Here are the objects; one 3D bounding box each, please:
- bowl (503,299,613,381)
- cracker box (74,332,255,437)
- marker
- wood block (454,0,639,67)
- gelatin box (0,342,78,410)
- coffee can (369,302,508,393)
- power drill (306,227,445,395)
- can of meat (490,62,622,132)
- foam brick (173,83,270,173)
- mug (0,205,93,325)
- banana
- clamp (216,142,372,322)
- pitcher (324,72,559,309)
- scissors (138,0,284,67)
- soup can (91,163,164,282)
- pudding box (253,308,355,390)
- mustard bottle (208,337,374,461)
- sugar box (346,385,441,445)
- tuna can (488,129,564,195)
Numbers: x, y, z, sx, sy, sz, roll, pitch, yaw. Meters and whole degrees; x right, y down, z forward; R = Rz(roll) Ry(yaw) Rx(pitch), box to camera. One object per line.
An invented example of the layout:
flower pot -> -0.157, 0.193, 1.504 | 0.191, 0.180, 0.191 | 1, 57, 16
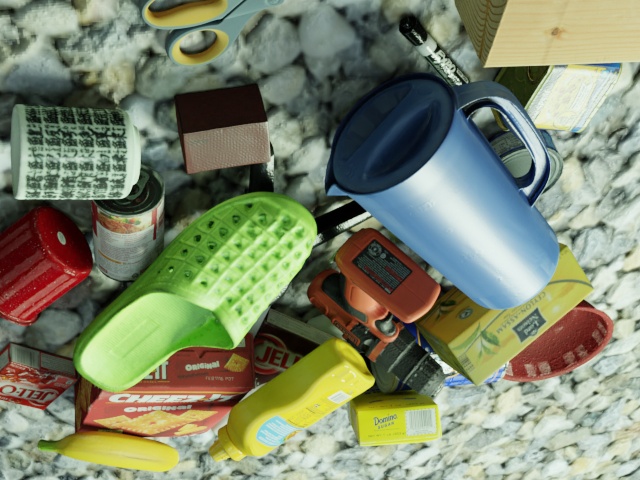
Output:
bowl -> 0.279, 0.111, 1.332 | 0.162, 0.055, 0.162 | -9, 142, -7
cracker box -> -0.180, 0.165, 1.194 | 0.164, 0.072, 0.214 | 2, 157, -20
marker -> 0.106, -0.163, 0.960 | 0.020, 0.020, 0.121 | -31, 139, 20
wood block -> 0.230, -0.208, 0.887 | 0.206, 0.090, 0.091 | -4, 142, -14
gelatin box -> -0.332, 0.156, 1.209 | 0.089, 0.030, 0.073 | 24, 128, -39
coffee can -> 0.138, 0.123, 1.262 | 0.140, 0.103, 0.103 | -3, 141, -15
power drill -> 0.067, 0.076, 1.103 | 0.057, 0.184, 0.188 | -46, 168, -22
can of meat -> 0.218, -0.147, 0.987 | 0.083, 0.057, 0.102 | 1, 140, -23
foam brick -> -0.087, -0.100, 0.950 | 0.078, 0.051, 0.053 | -8, 141, -8
mug -> -0.267, 0.020, 1.024 | 0.082, 0.093, 0.117 | -34, 169, 17
banana -> -0.225, 0.242, 1.233 | 0.070, 0.037, 0.197 | 6, 169, 44
clamp -> -0.057, 0.001, 1.062 | 0.210, 0.036, 0.164 | -48, 130, 10
pitcher -> 0.135, -0.040, 1.003 | 0.242, 0.149, 0.145 | 41, 72, -38
scissors -> -0.048, -0.188, 0.882 | 0.201, 0.016, 0.096 | -6, 143, -11
soup can -> -0.182, -0.016, 1.011 | 0.068, 0.068, 0.102 | -5, 142, -13
pudding box -> -0.029, 0.138, 1.209 | 0.113, 0.039, 0.090 | 23, 119, -8
mustard bottle -> -0.039, 0.180, 1.147 | 0.192, 0.058, 0.096 | -35, 153, 9
sugar box -> 0.082, 0.201, 1.254 | 0.093, 0.048, 0.176 | -4, -177, -3
tuna can -> 0.201, -0.076, 1.088 | 0.086, 0.034, 0.086 | -9, 142, -7
